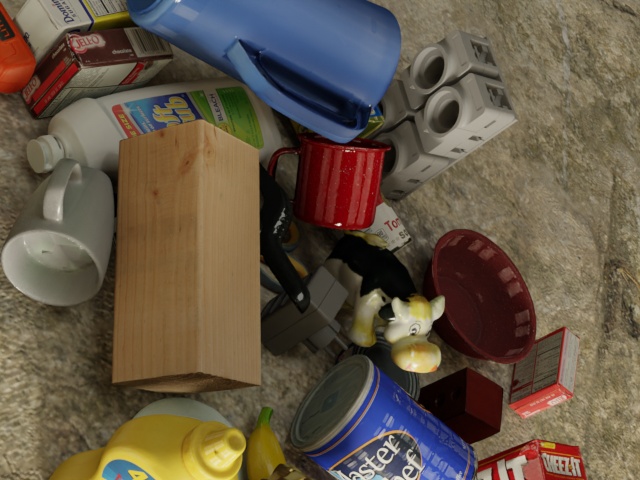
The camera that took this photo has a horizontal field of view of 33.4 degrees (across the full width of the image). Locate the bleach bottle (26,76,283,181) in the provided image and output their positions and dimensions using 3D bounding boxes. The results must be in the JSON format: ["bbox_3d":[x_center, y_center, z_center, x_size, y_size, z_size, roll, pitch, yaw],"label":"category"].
[{"bbox_3d":[-0.152,-0.091,0.986,0.250,0.068,0.102,-18,89,-44],"label":"bleach bottle"}]

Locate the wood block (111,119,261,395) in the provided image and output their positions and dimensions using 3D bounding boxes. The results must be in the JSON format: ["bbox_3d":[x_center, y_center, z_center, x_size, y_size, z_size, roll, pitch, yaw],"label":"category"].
[{"bbox_3d":[-0.109,0.017,0.884,0.090,0.090,0.206,23,61,-57],"label":"wood block"}]

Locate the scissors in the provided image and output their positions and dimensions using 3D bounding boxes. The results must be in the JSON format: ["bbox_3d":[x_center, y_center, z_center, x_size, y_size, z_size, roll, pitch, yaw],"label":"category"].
[{"bbox_3d":[-0.089,-0.017,1.031,0.201,0.016,0.096,34,44,-23],"label":"scissors"}]

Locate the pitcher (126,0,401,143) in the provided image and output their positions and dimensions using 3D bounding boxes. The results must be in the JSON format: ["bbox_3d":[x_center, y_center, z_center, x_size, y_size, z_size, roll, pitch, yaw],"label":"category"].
[{"bbox_3d":[-0.050,-0.194,0.978,0.242,0.149,0.145,20,92,-37],"label":"pitcher"}]

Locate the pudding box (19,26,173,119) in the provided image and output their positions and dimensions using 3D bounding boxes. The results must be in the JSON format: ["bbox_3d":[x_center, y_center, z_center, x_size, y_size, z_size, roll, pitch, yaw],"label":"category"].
[{"bbox_3d":[-0.200,-0.152,0.959,0.113,0.090,0.039,-17,78,-48],"label":"pudding box"}]

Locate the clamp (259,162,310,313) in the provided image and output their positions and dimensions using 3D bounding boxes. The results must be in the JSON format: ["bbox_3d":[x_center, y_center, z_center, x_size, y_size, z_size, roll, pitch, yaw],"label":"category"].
[{"bbox_3d":[-0.056,0.001,0.969,0.039,0.120,0.171,74,24,-59],"label":"clamp"}]

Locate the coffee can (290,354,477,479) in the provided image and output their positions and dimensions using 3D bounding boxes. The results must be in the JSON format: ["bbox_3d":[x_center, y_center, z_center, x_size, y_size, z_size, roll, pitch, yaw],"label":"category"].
[{"bbox_3d":[0.058,0.186,0.967,0.140,0.103,0.102,41,43,-16],"label":"coffee can"}]

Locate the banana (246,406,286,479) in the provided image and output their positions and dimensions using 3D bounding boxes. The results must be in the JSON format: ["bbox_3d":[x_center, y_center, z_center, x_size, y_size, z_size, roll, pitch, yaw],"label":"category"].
[{"bbox_3d":[-0.015,0.238,0.905,0.069,0.037,0.198,-23,85,-49],"label":"banana"}]

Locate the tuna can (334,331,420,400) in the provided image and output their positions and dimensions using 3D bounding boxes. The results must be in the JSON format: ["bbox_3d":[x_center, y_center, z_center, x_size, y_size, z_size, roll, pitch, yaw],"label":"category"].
[{"bbox_3d":[0.056,0.135,1.052,0.086,0.034,0.086,24,50,-31],"label":"tuna can"}]

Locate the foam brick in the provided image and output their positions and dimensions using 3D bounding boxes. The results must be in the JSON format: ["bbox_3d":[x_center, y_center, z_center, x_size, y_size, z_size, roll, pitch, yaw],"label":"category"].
[{"bbox_3d":[0.137,0.171,1.072,0.051,0.078,0.053,33,45,-25],"label":"foam brick"}]

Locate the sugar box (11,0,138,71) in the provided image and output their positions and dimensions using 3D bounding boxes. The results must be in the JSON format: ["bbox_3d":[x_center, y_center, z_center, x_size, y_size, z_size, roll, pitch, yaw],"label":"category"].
[{"bbox_3d":[-0.207,-0.198,0.982,0.048,0.094,0.175,56,41,1],"label":"sugar box"}]

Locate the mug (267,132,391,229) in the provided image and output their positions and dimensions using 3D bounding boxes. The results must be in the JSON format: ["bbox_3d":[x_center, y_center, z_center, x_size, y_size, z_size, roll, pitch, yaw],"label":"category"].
[{"bbox_3d":[0.006,-0.059,1.039,0.117,0.093,0.081,5,102,-12],"label":"mug"}]

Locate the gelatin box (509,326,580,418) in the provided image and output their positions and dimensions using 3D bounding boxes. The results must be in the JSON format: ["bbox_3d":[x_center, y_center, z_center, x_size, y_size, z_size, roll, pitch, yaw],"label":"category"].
[{"bbox_3d":[0.252,0.149,1.200,0.030,0.073,0.089,38,43,-19],"label":"gelatin box"}]

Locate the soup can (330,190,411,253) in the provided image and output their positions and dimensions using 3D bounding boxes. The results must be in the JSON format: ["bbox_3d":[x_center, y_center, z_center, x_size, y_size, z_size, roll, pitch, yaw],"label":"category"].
[{"bbox_3d":[0.041,-0.024,1.120,0.068,0.069,0.102,-31,88,-49],"label":"soup can"}]

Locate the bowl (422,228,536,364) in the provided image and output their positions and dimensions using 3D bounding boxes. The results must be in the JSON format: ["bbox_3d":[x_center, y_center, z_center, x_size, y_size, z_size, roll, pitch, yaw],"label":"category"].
[{"bbox_3d":[0.165,0.070,1.184,0.161,0.055,0.162,24,49,-31],"label":"bowl"}]

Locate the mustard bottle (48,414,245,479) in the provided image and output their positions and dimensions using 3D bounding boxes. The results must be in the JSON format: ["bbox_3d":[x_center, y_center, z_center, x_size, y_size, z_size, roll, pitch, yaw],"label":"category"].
[{"bbox_3d":[-0.113,0.169,0.747,0.096,0.192,0.058,44,42,-12],"label":"mustard bottle"}]
